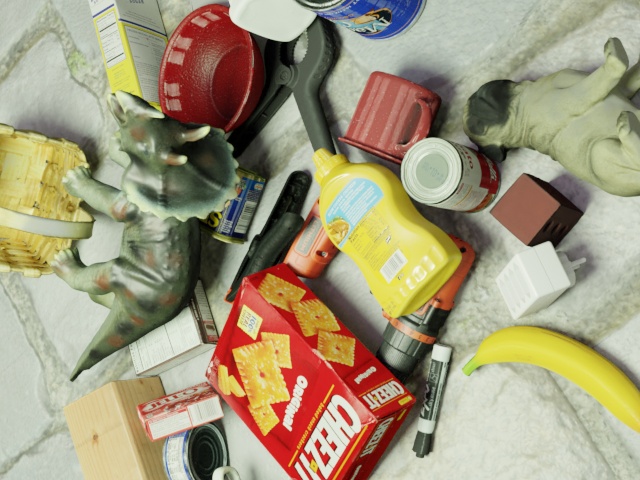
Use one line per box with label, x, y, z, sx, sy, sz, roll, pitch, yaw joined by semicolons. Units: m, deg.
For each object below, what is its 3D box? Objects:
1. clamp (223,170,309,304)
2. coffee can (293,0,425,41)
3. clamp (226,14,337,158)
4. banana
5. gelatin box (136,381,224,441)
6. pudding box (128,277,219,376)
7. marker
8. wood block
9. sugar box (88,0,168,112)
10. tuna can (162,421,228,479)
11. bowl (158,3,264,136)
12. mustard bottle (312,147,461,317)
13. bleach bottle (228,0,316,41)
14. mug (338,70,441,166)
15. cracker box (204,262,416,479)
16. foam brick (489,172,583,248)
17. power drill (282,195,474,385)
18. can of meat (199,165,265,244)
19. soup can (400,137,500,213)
clamp;-0.058;0.001;1.204;0.039;0.120;0.172;32;124;-8
coffee can;0.038;-0.275;1.123;0.103;0.140;0.103;-2;86;30
clamp;-0.039;-0.180;1.222;0.165;0.036;0.210;3;85;37
banana;0.236;0.126;1.045;0.198;0.037;0.070;17;113;31
gelatin box;-0.161;0.193;1.216;0.089;0.073;0.030;-18;99;-14
pudding box;-0.184;0.104;1.288;0.114;0.039;0.090;-27;73;28
marker;0.116;0.169;1.119;0.020;0.020;0.121;13;94;30
wood block;-0.218;0.276;1.267;0.091;0.090;0.206;-29;73;27
sugar box;-0.224;-0.229;1.301;0.048;0.093;0.176;-26;74;26
tuna can;-0.142;0.249;1.227;0.034;0.086;0.086;-12;81;28
bowl;-0.115;-0.186;1.226;0.162;0.055;0.162;-5;82;42
mustard bottle;0.052;-0.021;1.083;0.192;0.058;0.096;52;124;22
bleach bottle;-0.087;-0.342;1.208;0.068;0.102;0.251;-41;56;29
mug;0.081;-0.124;1.111;0.081;0.093;0.117;-68;24;3
cracker box;-0.020;0.156;1.139;0.214;0.071;0.164;46;132;25
foam brick;0.212;-0.027;1.042;0.051;0.078;0.053;47;109;26
power drill;0.052;0.047;1.144;0.188;0.057;0.184;32;99;25
can of meat;-0.122;-0.053;1.251;0.102;0.057;0.084;26;98;29
soup can;0.132;-0.065;1.077;0.069;0.102;0.068;-2;85;30
